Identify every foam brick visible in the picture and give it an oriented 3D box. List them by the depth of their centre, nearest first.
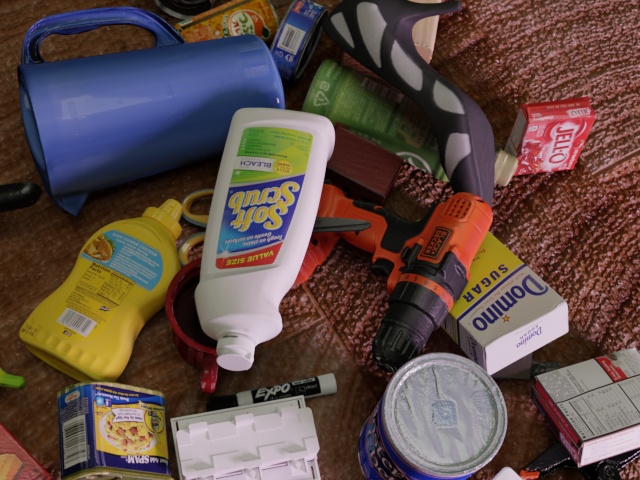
[{"bbox_3d":[0.036,-0.068,1.069,0.078,0.053,0.051,27,65,6],"label":"foam brick"}]

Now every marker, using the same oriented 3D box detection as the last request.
[{"bbox_3d":[-0.045,0.143,0.982,0.121,0.020,0.020,-10,67,-11],"label":"marker"}]

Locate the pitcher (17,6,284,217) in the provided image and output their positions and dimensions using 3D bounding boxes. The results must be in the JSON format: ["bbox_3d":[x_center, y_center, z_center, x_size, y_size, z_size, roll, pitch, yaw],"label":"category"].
[{"bbox_3d":[-0.165,-0.136,1.031,0.242,0.149,0.145,-15,51,-17],"label":"pitcher"}]

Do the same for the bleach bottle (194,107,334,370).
[{"bbox_3d":[-0.049,-0.002,0.934,0.102,0.068,0.250,7,55,0],"label":"bleach bottle"}]

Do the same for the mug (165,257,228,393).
[{"bbox_3d":[-0.095,0.082,0.969,0.093,0.081,0.117,5,65,-5],"label":"mug"}]

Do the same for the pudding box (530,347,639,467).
[{"bbox_3d":[0.265,0.152,0.987,0.113,0.039,0.090,-15,42,-12],"label":"pudding box"}]

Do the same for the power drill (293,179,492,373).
[{"bbox_3d":[0.045,0.023,0.981,0.188,0.057,0.184,15,61,34],"label":"power drill"}]

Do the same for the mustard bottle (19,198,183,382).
[{"bbox_3d":[-0.185,0.038,0.990,0.096,0.058,0.191,24,65,17],"label":"mustard bottle"}]

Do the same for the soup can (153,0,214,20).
[{"bbox_3d":[-0.135,-0.296,1.143,0.068,0.068,0.102,15,64,0],"label":"soup can"}]

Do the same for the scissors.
[{"bbox_3d":[-0.057,0.001,1.002,0.202,0.016,0.096,16,74,30],"label":"scissors"}]

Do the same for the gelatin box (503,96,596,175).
[{"bbox_3d":[0.232,-0.105,1.089,0.073,0.089,0.030,-7,58,-11],"label":"gelatin box"}]

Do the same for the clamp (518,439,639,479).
[{"bbox_3d":[0.266,0.210,0.981,0.171,0.039,0.120,8,51,0],"label":"clamp"}]

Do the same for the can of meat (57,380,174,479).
[{"bbox_3d":[-0.176,0.171,0.913,0.101,0.058,0.084,21,51,-46],"label":"can of meat"}]

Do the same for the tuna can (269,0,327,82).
[{"bbox_3d":[-0.024,-0.208,1.107,0.034,0.086,0.086,25,65,2],"label":"tuna can"}]

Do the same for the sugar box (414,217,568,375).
[{"bbox_3d":[0.140,0.040,0.996,0.093,0.048,0.176,-27,42,-16],"label":"sugar box"}]

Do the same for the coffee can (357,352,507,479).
[{"bbox_3d":[0.092,0.167,0.921,0.102,0.140,0.103,3,66,-6],"label":"coffee can"}]
